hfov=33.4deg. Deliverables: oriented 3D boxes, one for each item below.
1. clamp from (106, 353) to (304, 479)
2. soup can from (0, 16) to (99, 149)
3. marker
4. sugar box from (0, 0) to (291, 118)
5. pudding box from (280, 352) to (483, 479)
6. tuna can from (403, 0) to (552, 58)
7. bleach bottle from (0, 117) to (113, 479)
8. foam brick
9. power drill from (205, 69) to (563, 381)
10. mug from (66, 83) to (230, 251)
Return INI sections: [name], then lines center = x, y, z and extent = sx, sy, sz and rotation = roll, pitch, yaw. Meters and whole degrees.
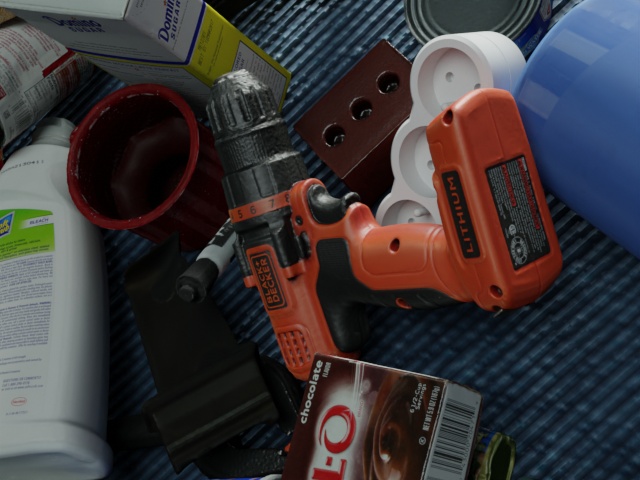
[clamp]
center = -0.072, 0.105, 0.644
extent = 0.172, 0.039, 0.120
rotation = 32, 95, 35
[soup can]
center = -0.208, -0.113, 0.727
extent = 0.069, 0.068, 0.102
rotation = 18, 48, 27
[marker]
center = -0.054, 0.001, 0.631
extent = 0.020, 0.121, 0.020
rotation = 10, 122, 16
[sugar box]
center = -0.098, -0.120, 0.643
extent = 0.093, 0.176, 0.048
rotation = 12, 80, 27
[pudding box]
center = 0.024, 0.117, 0.515
extent = 0.090, 0.039, 0.113
rotation = 6, 75, 46
[tuna can]
center = 0.095, -0.143, 0.644
extent = 0.086, 0.033, 0.086
rotation = -7, 72, 22
[bleach bottle]
center = -0.176, 0.027, 0.684
extent = 0.103, 0.068, 0.251
rotation = -9, 58, 14
[foam brick]
center = 0.033, -0.070, 0.640
extent = 0.078, 0.051, 0.053
rotation = -44, 62, 6
[power drill]
center = 0.024, -0.020, 0.566
extent = 0.188, 0.057, 0.184
rotation = -14, 98, 46
[mug]
center = -0.108, -0.044, 0.679
extent = 0.117, 0.081, 0.093
rotation = 20, 84, 27
